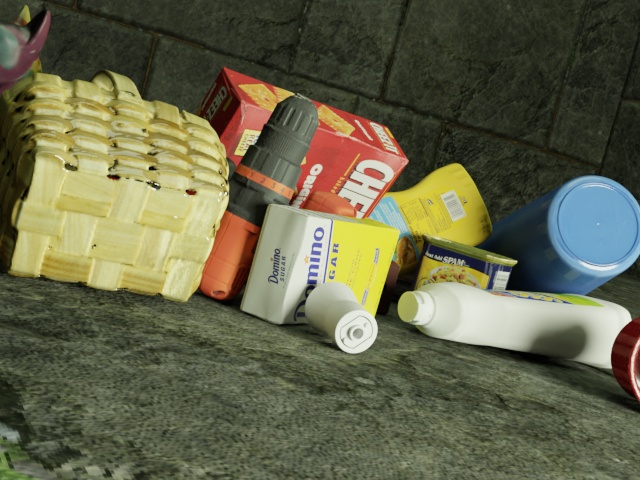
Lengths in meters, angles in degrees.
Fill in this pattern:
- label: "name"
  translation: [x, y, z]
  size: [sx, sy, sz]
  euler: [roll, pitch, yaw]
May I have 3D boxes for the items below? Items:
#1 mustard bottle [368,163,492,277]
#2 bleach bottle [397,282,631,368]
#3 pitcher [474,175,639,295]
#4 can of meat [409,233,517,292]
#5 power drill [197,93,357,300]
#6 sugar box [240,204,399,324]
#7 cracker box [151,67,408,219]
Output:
- label: "mustard bottle"
  translation: [0.090, -0.011, 1.201]
  size: [0.191, 0.096, 0.058]
  euler: [-22, -8, -13]
- label: "bleach bottle"
  translation: [0.184, 0.078, 1.041]
  size: [0.250, 0.068, 0.103]
  euler: [9, 4, -36]
- label: "pitcher"
  translation: [0.272, 0.010, 1.194]
  size: [0.145, 0.149, 0.243]
  euler: [44, -16, 2]
- label: "can of meat"
  translation: [0.148, 0.047, 1.139]
  size: [0.102, 0.084, 0.057]
  euler: [18, 6, 31]
- label: "power drill"
  translation: [-0.030, -0.026, 0.951]
  size: [0.057, 0.184, 0.187]
  euler: [29, 1, 24]
- label: "sugar box"
  translation: [0.004, 0.023, 0.924]
  size: [0.048, 0.093, 0.176]
  euler: [18, 7, 26]
- label: "cracker box"
  translation: [-0.042, -0.063, 1.082]
  size: [0.213, 0.164, 0.072]
  euler: [16, 32, -35]
